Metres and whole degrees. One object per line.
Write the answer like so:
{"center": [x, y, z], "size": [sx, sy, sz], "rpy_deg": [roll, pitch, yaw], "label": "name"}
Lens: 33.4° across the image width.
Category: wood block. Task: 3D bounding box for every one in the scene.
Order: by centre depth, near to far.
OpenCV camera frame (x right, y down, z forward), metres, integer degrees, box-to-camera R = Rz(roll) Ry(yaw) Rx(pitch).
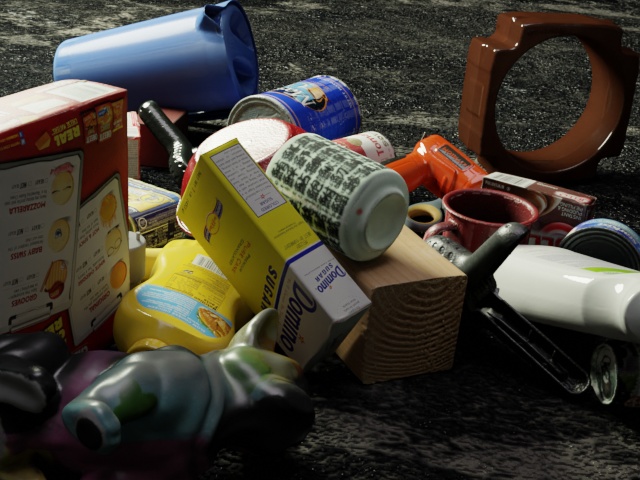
{"center": [0.032, 0.030, 0.940], "size": [0.090, 0.091, 0.206], "rpy_deg": [-7, 27, -25], "label": "wood block"}

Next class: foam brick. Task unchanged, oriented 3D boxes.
{"center": [-0.194, -0.126, 1.283], "size": [0.051, 0.053, 0.078], "rpy_deg": [9, 25, 8], "label": "foam brick"}

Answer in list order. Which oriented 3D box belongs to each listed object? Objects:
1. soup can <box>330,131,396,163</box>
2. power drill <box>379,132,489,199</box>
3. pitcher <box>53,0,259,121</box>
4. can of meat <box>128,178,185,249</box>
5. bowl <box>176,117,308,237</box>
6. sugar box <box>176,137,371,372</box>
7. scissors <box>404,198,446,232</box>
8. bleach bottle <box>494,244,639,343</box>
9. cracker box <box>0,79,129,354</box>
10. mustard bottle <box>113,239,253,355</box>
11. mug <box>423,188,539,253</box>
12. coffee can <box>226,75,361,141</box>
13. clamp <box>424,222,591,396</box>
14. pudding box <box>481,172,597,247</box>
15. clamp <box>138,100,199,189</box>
{"center": [0.031, -0.084, 1.223], "size": [0.069, 0.068, 0.102], "rpy_deg": [26, 30, 37], "label": "soup can"}
{"center": [0.087, -0.041, 1.114], "size": [0.187, 0.057, 0.185], "rpy_deg": [-18, 47, -33], "label": "power drill"}
{"center": [-0.203, -0.211, 1.353], "size": [0.243, 0.149, 0.145], "rpy_deg": [-7, 13, 14], "label": "pitcher"}
{"center": [-0.193, -0.021, 1.048], "size": [0.102, 0.057, 0.083], "rpy_deg": [19, 26, 28], "label": "can of meat"}
{"center": [-0.063, -0.066, 0.974], "size": [0.162, 0.055, 0.162], "rpy_deg": [-13, 33, 8], "label": "bowl"}
{"center": [-0.042, 0.013, 0.860], "size": [0.048, 0.093, 0.176], "rpy_deg": [-28, 72, -32], "label": "sugar box"}
{"center": [0.129, -0.046, 1.221], "size": [0.096, 0.016, 0.202], "rpy_deg": [1, 24, -10], "label": "scissors"}
{"center": [0.225, 0.047, 0.877], "size": [0.102, 0.068, 0.251], "rpy_deg": [0, 5, -16], "label": "bleach bottle"}
{"center": [-0.218, -0.001, 0.805], "size": [0.072, 0.214, 0.164], "rpy_deg": [14, 25, 22], "label": "cracker box"}
{"center": [-0.113, 0.066, 0.863], "size": [0.096, 0.058, 0.191], "rpy_deg": [26, 26, 1], "label": "mustard bottle"}
{"center": [0.149, 0.005, 1.031], "size": [0.117, 0.081, 0.093], "rpy_deg": [-8, 28, -29], "label": "mug"}
{"center": [-0.030, -0.136, 1.281], "size": [0.103, 0.103, 0.140], "rpy_deg": [20, 28, 29], "label": "coffee can"}
{"center": [0.139, 0.052, 0.915], "size": [0.036, 0.164, 0.210], "rpy_deg": [-35, 18, -21], "label": "clamp"}
{"center": [0.213, -0.013, 1.075], "size": [0.114, 0.090, 0.039], "rpy_deg": [20, 25, 30], "label": "pudding box"}
{"center": [-0.132, -0.084, 1.190], "size": [0.120, 0.039, 0.171], "rpy_deg": [15, 35, -41], "label": "clamp"}
